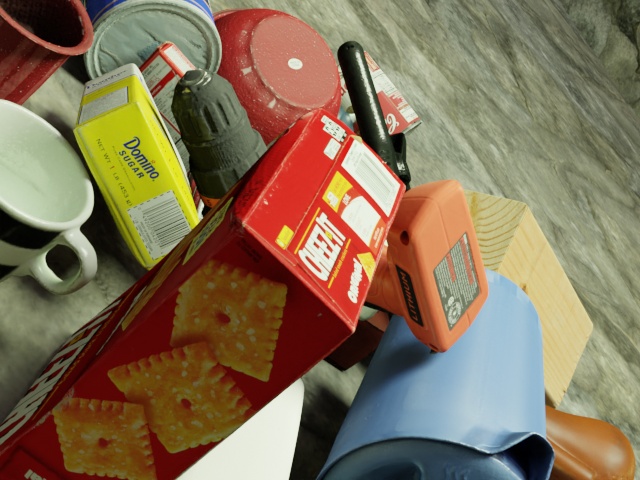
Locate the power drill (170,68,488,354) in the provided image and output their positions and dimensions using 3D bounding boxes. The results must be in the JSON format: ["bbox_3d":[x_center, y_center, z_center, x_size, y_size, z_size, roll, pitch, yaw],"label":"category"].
[{"bbox_3d":[0.002,-0.015,0.643,0.057,0.188,0.184,-47,135,-27],"label":"power drill"}]

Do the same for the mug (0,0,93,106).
[{"bbox_3d":[-0.214,-0.135,0.670,0.117,0.082,0.093,37,28,-28],"label":"mug"}]

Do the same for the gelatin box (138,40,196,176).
[{"bbox_3d":[-0.110,-0.091,0.798,0.089,0.073,0.030,46,24,-9],"label":"gelatin box"}]

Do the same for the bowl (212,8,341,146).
[{"bbox_3d":[-0.037,-0.147,0.948,0.161,0.055,0.162,15,62,-31],"label":"bowl"}]

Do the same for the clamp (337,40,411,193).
[{"bbox_3d":[0.059,-0.072,0.985,0.164,0.036,0.210,57,20,-47],"label":"clamp"}]

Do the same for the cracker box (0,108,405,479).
[{"bbox_3d":[-0.065,0.044,0.521,0.072,0.214,0.164,45,25,-9],"label":"cracker box"}]

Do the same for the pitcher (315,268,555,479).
[{"bbox_3d":[0.073,0.119,0.677,0.242,0.149,0.145,-62,152,-62],"label":"pitcher"}]

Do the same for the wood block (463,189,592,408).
[{"bbox_3d":[0.149,0.051,0.897,0.090,0.090,0.206,-62,142,-18],"label":"wood block"}]

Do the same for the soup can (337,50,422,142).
[{"bbox_3d":[0.053,-0.146,1.154,0.102,0.069,0.068,52,25,2],"label":"soup can"}]

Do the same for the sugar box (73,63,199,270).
[{"bbox_3d":[-0.114,-0.054,0.672,0.176,0.048,0.093,-115,-178,-70],"label":"sugar box"}]

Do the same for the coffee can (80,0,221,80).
[{"bbox_3d":[-0.139,-0.187,0.843,0.102,0.103,0.140,29,33,-40],"label":"coffee can"}]
